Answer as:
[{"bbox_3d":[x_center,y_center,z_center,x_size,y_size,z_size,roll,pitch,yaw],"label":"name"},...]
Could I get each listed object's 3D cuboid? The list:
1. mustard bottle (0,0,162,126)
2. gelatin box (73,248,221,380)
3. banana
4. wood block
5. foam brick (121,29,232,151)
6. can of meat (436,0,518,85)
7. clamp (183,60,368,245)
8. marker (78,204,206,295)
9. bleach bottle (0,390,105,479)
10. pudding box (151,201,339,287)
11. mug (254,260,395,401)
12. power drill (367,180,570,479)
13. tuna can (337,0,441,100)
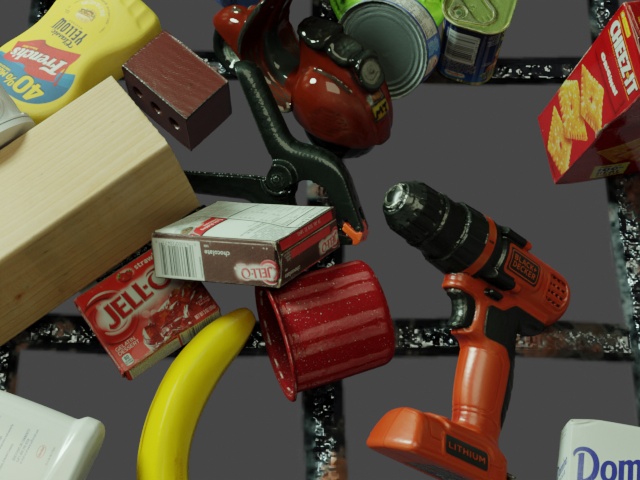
[{"bbox_3d":[-0.227,-0.137,0.889,0.096,0.058,0.191,36,70,22],"label":"mustard bottle"},{"bbox_3d":[-0.132,0.053,0.819,0.089,0.030,0.073,-33,70,-15],"label":"gelatin box"},{"bbox_3d":[-0.095,0.138,0.781,0.069,0.037,0.197,14,66,-14],"label":"banana"},{"bbox_3d":[-0.206,-0.016,0.801,0.206,0.090,0.091,-36,61,-10],"label":"wood block"},{"bbox_3d":[-0.119,-0.125,0.888,0.078,0.053,0.051,40,71,16],"label":"foam brick"},{"bbox_3d":[0.135,-0.195,0.906,0.057,0.084,0.102,17,66,7],"label":"can of meat"},{"bbox_3d":[-0.030,-0.061,0.846,0.171,0.039,0.120,28,110,8],"label":"clamp"},{"bbox_3d":[-0.140,0.007,0.846,0.121,0.020,0.020,-33,70,-15],"label":"marker"},{"bbox_3d":[-0.285,0.126,0.743,0.251,0.068,0.102,24,68,-1],"label":"bleach bottle"},{"bbox_3d":[-0.055,0.001,0.793,0.114,0.039,0.089,5,20,29],"label":"pudding box"},{"bbox_3d":[0.000,0.057,0.796,0.081,0.093,0.117,-15,30,-13],"label":"mug"},{"bbox_3d":[0.096,0.070,0.757,0.184,0.057,0.187,30,69,-30],"label":"power drill"},{"bbox_3d":[0.056,-0.162,0.889,0.086,0.086,0.033,32,39,13],"label":"tuna can"}]
